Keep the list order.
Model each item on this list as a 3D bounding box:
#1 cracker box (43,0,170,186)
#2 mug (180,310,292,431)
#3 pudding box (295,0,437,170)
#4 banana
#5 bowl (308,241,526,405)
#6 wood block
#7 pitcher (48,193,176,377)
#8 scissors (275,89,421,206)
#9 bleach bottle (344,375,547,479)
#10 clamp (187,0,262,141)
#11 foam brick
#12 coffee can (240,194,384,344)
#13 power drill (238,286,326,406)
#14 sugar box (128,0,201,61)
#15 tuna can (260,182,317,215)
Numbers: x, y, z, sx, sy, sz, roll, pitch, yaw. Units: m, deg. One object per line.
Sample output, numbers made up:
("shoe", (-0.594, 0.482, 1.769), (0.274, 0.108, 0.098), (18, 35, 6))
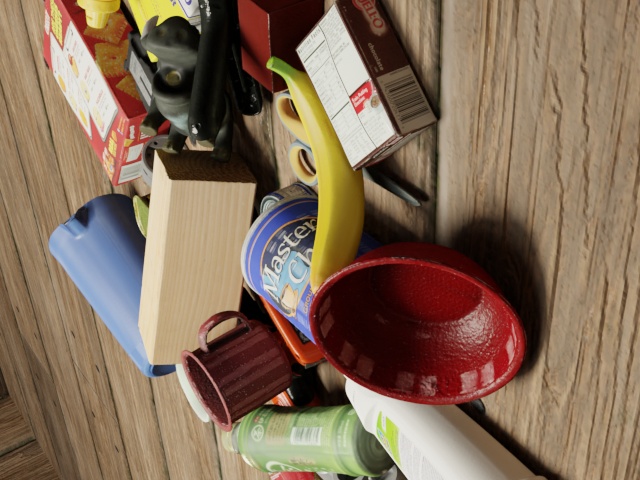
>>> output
("cracker box", (-0.258, -0.198, 1.284), (0.214, 0.072, 0.164), (60, 155, 15))
("mug", (-0.085, 0.122, 1.068), (0.093, 0.081, 0.117), (25, 138, 55))
("pudding box", (0.032, -0.120, 0.809), (0.113, 0.039, 0.090), (66, 156, 4))
("banana", (0.003, -0.051, 0.848), (0.037, 0.069, 0.198), (-35, 65, 60))
("bowl", (0.075, 0.053, 0.799), (0.162, 0.055, 0.162), (9, 136, 9))
("wood block", (-0.131, 0.017, 1.109), (0.090, 0.090, 0.206), (-125, 40, -59))
("pitcher", (-0.251, 0.065, 1.461), (0.243, 0.148, 0.145), (52, 137, 21))
("scissors", (0.020, -0.057, 0.915), (0.202, 0.016, 0.096), (48, 150, 35))
("bleach bottle", (0.092, 0.168, 0.918), (0.251, 0.068, 0.102), (45, 148, 43))
("clamp", (-0.084, -0.189, 0.898), (0.164, 0.036, 0.210), (-64, -27, -66))
("foam brick", (-0.033, -0.170, 0.875), (0.051, 0.052, 0.078), (45, 148, 39))
("coffee can", (0.010, 0.034, 0.912), (0.140, 0.102, 0.103), (38, 143, 46))
("power drill", (-0.047, 0.096, 1.141), (0.184, 0.057, 0.188), (55, 156, 15))
("sugar box", (-0.140, -0.245, 1.032), (0.093, 0.048, 0.176), (69, 157, 1))
("tuna can", (-0.022, -0.010, 1.020), (0.086, 0.033, 0.086), (45, 149, 38))
